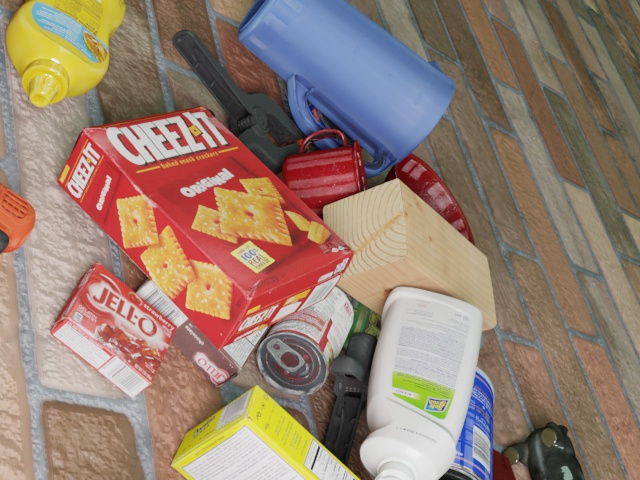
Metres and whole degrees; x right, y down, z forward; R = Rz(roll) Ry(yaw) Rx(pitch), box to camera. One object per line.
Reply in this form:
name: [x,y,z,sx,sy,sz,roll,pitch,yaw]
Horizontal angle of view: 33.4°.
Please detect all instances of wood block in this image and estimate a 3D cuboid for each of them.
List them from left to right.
wood block: [0.097,0.030,1.116,0.205,0.091,0.090,36,43,-49]

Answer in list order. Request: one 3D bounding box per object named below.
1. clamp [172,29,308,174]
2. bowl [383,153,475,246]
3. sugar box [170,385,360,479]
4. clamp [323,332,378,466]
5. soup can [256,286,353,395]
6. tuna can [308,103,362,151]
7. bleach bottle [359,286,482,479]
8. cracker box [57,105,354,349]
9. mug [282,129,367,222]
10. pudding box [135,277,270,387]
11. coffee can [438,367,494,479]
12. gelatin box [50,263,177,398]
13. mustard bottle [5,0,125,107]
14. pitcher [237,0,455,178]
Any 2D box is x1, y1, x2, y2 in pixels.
clamp: [-0.082,-0.133,1.146,0.209,0.036,0.164,7,66,-58]
bowl: [0.121,-0.027,1.308,0.162,0.055,0.162,41,29,-30]
sugar box: [-0.023,0.203,0.855,0.176,0.093,0.048,44,32,-16]
clamp: [0.029,0.147,1.010,0.039,0.120,0.171,16,13,11]
soup can: [-0.012,0.090,1.008,0.068,0.069,0.102,47,31,-10]
tuna can: [0.017,-0.139,1.313,0.086,0.034,0.086,34,36,-29]
bleach bottle: [0.080,0.137,0.948,0.102,0.068,0.250,13,31,10]
cracker box: [-0.096,-0.021,0.933,0.214,0.072,0.163,45,33,17]
mug: [0.005,-0.067,1.146,0.093,0.081,0.117,64,20,-66]
pudding box: [-0.102,0.061,0.948,0.113,0.039,0.090,49,30,-9]
coffee can: [0.117,0.197,1.038,0.102,0.103,0.140,40,33,-20]
gelatin box: [-0.165,0.071,0.860,0.089,0.030,0.073,42,32,-17]
mustard bottle: [-0.241,-0.188,0.995,0.096,0.058,0.191,34,35,-27]
pitcher: [0.023,-0.196,1.236,0.242,0.145,0.149,36,22,-16]
